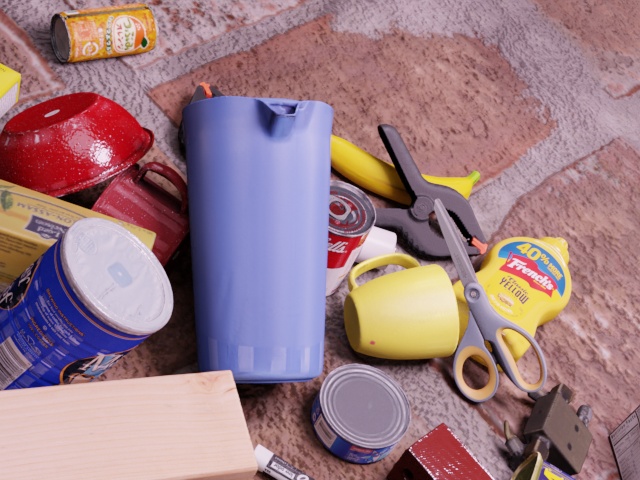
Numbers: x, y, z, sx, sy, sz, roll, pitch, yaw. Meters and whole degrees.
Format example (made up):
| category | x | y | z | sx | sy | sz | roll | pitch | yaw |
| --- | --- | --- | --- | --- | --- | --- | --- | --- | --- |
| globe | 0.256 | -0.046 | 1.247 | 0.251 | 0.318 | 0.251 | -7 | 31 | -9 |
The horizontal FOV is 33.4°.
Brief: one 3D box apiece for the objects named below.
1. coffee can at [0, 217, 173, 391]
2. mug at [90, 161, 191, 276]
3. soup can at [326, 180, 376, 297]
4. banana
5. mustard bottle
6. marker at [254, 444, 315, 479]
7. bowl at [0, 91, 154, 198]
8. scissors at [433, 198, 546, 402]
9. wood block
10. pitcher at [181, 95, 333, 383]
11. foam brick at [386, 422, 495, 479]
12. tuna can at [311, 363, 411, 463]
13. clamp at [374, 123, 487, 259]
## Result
| category | x | y | z | sx | sy | sz | roll | pitch | yaw |
| --- | --- | --- | --- | --- | --- | --- | --- | --- | --- |
| coffee can | -0.199 | 0.063 | 0.832 | 0.102 | 0.140 | 0.103 | 38 | 29 | -26 |
| mug | -0.157 | -0.019 | 0.974 | 0.081 | 0.117 | 0.093 | 35 | 30 | 2 |
| soup can | 0.005 | 0.001 | 1.028 | 0.068 | 0.102 | 0.068 | 12 | 48 | -13 |
| banana | 0.084 | -0.070 | 1.171 | 0.197 | 0.037 | 0.069 | 15 | 32 | -11 |
| mustard bottle | 0.205 | 0.049 | 1.101 | 0.096 | 0.058 | 0.191 | 41 | 48 | 13 |
| marker | -0.006 | 0.211 | 0.900 | 0.121 | 0.020 | 0.020 | 30 | 46 | 5 |
| bowl | -0.238 | -0.094 | 0.982 | 0.162 | 0.055 | 0.162 | -13 | 26 | 7 |
| scissors | 0.135 | 0.068 | 1.017 | 0.202 | 0.096 | 0.016 | 53 | 17 | 7 |
| wood block | -0.166 | 0.168 | 0.822 | 0.205 | 0.090 | 0.091 | -2 | 52 | -25 |
| pitcher | -0.056 | 0.001 | 0.938 | 0.149 | 0.145 | 0.243 | 11 | 78 | -65 |
| foam brick | 0.106 | 0.209 | 0.925 | 0.051 | 0.053 | 0.078 | -27 | 65 | -37 |
| tuna can | 0.035 | 0.155 | 0.955 | 0.086 | 0.034 | 0.086 | 12 | 48 | -13 |
| clamp | 0.103 | -0.043 | 1.124 | 0.171 | 0.039 | 0.120 | 24 | 88 | -6 |
